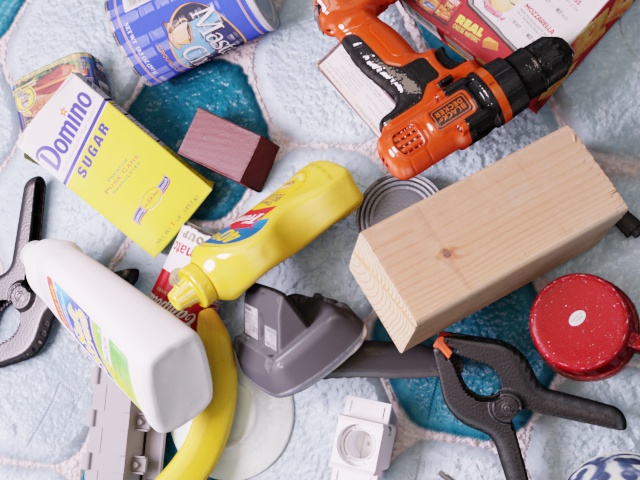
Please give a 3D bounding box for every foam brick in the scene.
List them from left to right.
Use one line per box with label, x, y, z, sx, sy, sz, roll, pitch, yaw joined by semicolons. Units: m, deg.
foam brick;-0.089;-0.089;1.046;0.078;0.053;0.051;26;90;19

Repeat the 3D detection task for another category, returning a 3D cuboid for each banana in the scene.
banana;-0.114;0.164;0.990;0.069;0.037;0.198;23;86;-13

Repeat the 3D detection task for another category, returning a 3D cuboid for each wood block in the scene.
wood block;0.138;-0.002;0.897;0.206;0.090;0.091;-27;73;-14

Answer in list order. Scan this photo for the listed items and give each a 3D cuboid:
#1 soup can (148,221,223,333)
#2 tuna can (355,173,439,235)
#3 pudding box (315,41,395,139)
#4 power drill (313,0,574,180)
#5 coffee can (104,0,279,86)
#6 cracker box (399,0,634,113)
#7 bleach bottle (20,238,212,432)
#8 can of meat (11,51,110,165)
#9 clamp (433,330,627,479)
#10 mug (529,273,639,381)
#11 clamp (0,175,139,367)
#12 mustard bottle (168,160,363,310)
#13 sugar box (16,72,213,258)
soup can;-0.122;0.041;1.028;0.069;0.068;0.102;25;89;20
tuna can;0.078;-0.019;0.989;0.086;0.033;0.086;-3;80;18
pudding box;0.054;-0.123;0.984;0.039;0.090;0.113;-43;71;8
power drill;0.095;-0.167;0.911;0.184;0.057;0.188;-32;71;-4
coffee can;-0.126;-0.227;1.053;0.140;0.102;0.103;-23;75;14
cracker box;0.200;-0.250;0.967;0.164;0.072;0.214;42;94;19
bleach bottle;-0.203;0.071;0.993;0.068;0.102;0.251;-31;44;-30
can of meat;-0.266;-0.137;1.110;0.102;0.057;0.084;-21;73;13
clamp;0.157;0.149;0.904;0.171;0.039;0.120;35;94;8
mug;0.232;0.076;0.898;0.117;0.081;0.093;21;88;20
clamp;-0.305;0.048;1.103;0.210;0.036;0.165;-44;72;8
mustard bottle;-0.057;0.001;0.960;0.191;0.096;0.058;-37;109;-21
sugar box;-0.200;-0.074;1.047;0.176;0.048;0.093;39;95;-9
